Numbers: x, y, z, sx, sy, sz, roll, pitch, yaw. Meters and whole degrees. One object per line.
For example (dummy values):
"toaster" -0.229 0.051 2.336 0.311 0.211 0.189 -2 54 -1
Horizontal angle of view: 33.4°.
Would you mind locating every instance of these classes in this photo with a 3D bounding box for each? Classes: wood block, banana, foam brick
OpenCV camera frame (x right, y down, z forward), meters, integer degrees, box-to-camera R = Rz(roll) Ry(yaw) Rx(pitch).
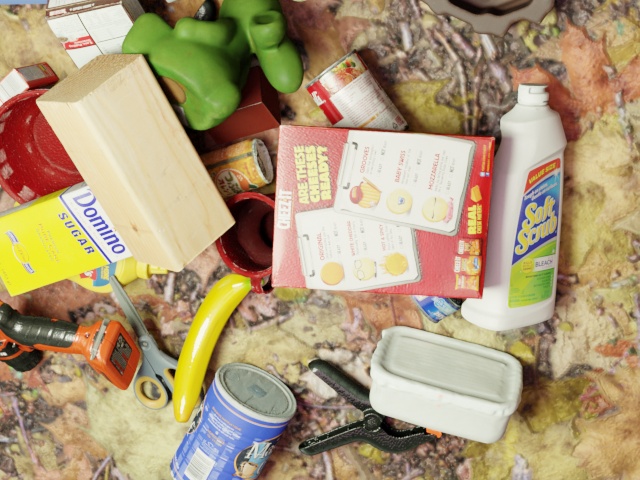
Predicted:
"wood block" -0.186 -0.079 1.092 0.091 0.090 0.206 11 136 48
"banana" -0.132 0.114 1.244 0.037 0.070 0.198 23 99 -25
"foam brick" -0.089 -0.147 1.159 0.078 0.053 0.051 -14 60 15

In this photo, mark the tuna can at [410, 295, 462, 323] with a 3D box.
"tuna can" 0.118 0.045 1.164 0.034 0.086 0.086 -33 97 17

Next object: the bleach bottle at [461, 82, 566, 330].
"bleach bottle" 0.207 -0.037 1.117 0.068 0.102 0.251 24 117 53

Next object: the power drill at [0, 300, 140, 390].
"power drill" -0.310 0.123 1.244 0.188 0.184 0.057 10 65 12

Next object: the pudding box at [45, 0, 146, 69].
"pudding box" -0.223 -0.216 1.120 0.090 0.039 0.113 -9 147 13

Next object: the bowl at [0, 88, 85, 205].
"bowl" -0.289 -0.104 1.201 0.162 0.055 0.162 4 120 7

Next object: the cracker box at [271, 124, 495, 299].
"cracker box" 0.062 -0.031 1.082 0.213 0.072 0.164 3 96 2

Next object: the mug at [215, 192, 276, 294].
"mug" -0.058 0.001 1.181 0.093 0.081 0.117 5 99 25

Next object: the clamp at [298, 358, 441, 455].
"clamp" 0.056 0.197 1.247 0.171 0.039 0.120 -1 110 6

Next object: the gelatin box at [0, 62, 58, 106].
"gelatin box" -0.350 -0.162 1.211 0.089 0.073 0.030 -37 93 20

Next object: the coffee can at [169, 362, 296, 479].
"coffee can" -0.104 0.230 1.257 0.103 0.102 0.140 29 110 3

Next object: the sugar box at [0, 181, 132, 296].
"sugar box" -0.285 -0.007 1.192 0.176 0.048 0.093 -18 107 19

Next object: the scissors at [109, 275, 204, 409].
"scissors" -0.218 0.133 1.276 0.096 0.016 0.201 -28 113 26

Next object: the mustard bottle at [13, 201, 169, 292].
"mustard bottle" -0.268 0.010 1.252 0.192 0.058 0.096 12 104 8

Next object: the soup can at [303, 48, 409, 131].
"soup can" 0.039 -0.143 1.135 0.069 0.068 0.102 -34 97 19
